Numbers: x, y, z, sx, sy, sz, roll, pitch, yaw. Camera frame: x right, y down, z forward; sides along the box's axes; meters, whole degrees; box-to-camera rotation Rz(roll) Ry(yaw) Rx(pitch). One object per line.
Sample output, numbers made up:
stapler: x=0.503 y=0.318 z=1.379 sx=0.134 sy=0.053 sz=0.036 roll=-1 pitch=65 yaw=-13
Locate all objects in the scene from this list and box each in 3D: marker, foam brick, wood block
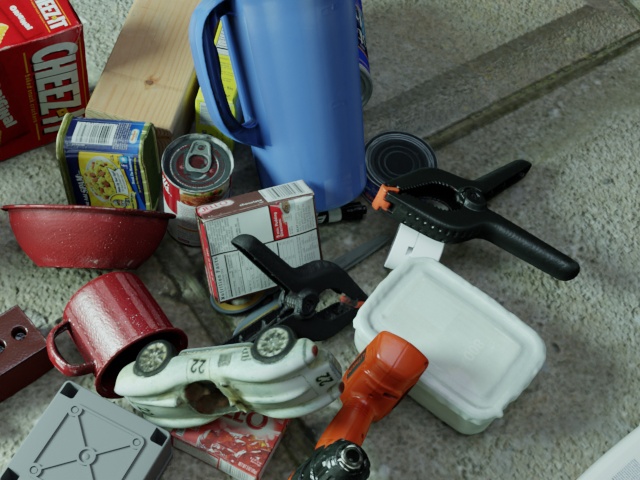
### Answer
marker: x=-0.011 y=-0.024 z=1.093 sx=0.121 sy=0.020 sz=0.020 roll=-8 pitch=59 yaw=-12
foam brick: x=-0.286 y=0.106 z=0.956 sx=0.078 sy=0.051 sz=0.053 roll=-35 pitch=69 yaw=-25
wood block: x=-0.170 y=-0.178 z=1.127 sx=0.091 sy=0.090 sz=0.206 roll=15 pitch=57 yaw=1

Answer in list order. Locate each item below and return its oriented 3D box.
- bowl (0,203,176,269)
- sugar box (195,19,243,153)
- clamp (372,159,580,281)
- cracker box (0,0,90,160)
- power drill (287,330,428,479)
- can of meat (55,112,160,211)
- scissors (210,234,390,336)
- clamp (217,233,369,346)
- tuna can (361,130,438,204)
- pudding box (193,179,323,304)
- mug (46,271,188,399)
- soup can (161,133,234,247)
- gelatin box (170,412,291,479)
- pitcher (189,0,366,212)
bowl: x=-0.216 y=-0.001 z=0.994 sx=0.162 sy=0.162 sz=0.055 roll=2 pitch=88 yaw=-6
sugar box: x=-0.095 y=-0.185 z=1.140 sx=0.048 sy=0.093 sz=0.176 roll=10 pitch=56 yaw=-2
clamp: x=0.155 y=-0.025 z=1.066 sx=0.209 sy=0.036 sz=0.164 roll=1 pitch=46 yaw=-26
cracker box: x=-0.335 y=-0.142 z=1.039 sx=0.213 sy=0.164 sz=0.072 roll=-24 pitch=66 yaw=-20
power drill: x=0.023 y=0.164 z=0.893 sx=0.057 sy=0.185 sz=0.187 roll=36 pitch=51 yaw=2
can of meat: x=-0.204 y=-0.073 z=1.042 sx=0.084 sy=0.102 sz=0.057 roll=4 pitch=49 yaw=4
scissors: x=-0.027 y=0.033 z=1.057 sx=0.096 sy=0.016 sz=0.201 roll=36 pitch=60 yaw=15
clamp: x=-0.028 y=0.065 z=0.991 sx=0.171 sy=0.120 sz=0.039 roll=15 pitch=11 yaw=-38
tuna can: x=0.081 y=-0.074 z=1.127 sx=0.086 sy=0.034 sz=0.086 roll=3 pitch=58 yaw=-5
pudding box: x=-0.057 y=0.001 z=1.008 sx=0.113 sy=0.090 sz=0.039 roll=-14 pitch=28 yaw=-14
mug: x=-0.189 y=0.086 z=0.957 sx=0.117 sy=0.093 sz=0.081 roll=-19 pitch=57 yaw=-33
soup can: x=-0.120 y=-0.047 z=1.043 sx=0.068 sy=0.102 sz=0.068 roll=3 pitch=58 yaw=-5
gelatin box: x=-0.080 y=0.167 z=0.957 sx=0.089 sy=0.030 sz=0.073 roll=25 pitch=58 yaw=8
pitcher: x=-0.029 y=-0.149 z=1.028 sx=0.149 sy=0.243 sz=0.145 roll=-4 pitch=29 yaw=8
